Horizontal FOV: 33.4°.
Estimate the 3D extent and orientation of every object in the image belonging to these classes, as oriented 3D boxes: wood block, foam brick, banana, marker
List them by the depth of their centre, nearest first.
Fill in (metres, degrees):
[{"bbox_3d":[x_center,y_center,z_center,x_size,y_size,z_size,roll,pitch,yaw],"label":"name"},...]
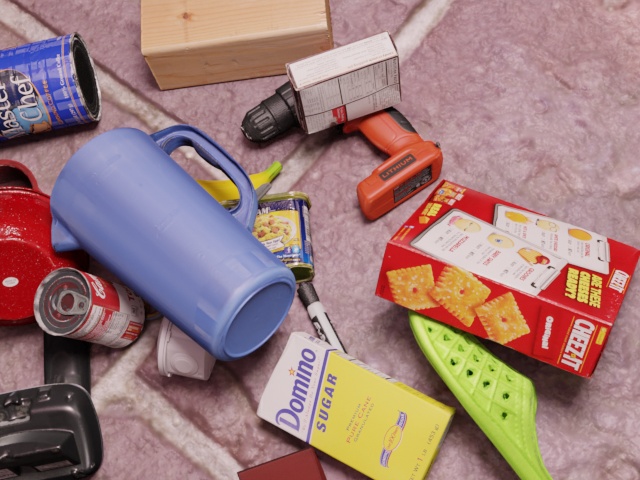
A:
[{"bbox_3d":[-0.033,0.237,1.023,0.078,0.053,0.051,-19,66,0],"label":"foam brick"},{"bbox_3d":[0.007,0.094,1.095,0.020,0.020,0.121,-26,66,-3],"label":"marker"},{"bbox_3d":[-0.143,-0.061,1.174,0.198,0.037,0.069,6,50,9],"label":"banana"},{"bbox_3d":[-0.092,-0.242,1.210,0.206,0.090,0.091,-6,68,5],"label":"wood block"}]

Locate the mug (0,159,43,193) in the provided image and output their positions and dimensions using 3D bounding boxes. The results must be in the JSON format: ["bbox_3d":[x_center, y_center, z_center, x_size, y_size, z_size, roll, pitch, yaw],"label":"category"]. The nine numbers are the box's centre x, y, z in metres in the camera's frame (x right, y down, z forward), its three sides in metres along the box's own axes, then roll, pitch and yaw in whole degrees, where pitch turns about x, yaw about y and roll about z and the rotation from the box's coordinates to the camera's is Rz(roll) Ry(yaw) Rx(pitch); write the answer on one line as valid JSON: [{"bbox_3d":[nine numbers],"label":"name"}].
[{"bbox_3d":[-0.343,-0.020,1.159,0.093,0.081,0.117,25,73,17],"label":"mug"}]

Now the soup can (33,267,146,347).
[{"bbox_3d":[-0.232,0.071,1.086,0.069,0.102,0.068,-6,75,23],"label":"soup can"}]

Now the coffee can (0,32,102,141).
[{"bbox_3d":[-0.331,-0.170,1.208,0.140,0.103,0.103,-12,67,3],"label":"coffee can"}]

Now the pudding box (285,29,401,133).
[{"bbox_3d":[0.026,-0.161,1.098,0.113,0.090,0.039,-21,63,-3],"label":"pudding box"}]

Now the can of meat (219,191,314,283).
[{"bbox_3d":[-0.057,0.001,1.122,0.102,0.057,0.084,-8,69,6],"label":"can of meat"}]

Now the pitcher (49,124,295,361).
[{"bbox_3d":[-0.133,-0.002,1.037,0.243,0.144,0.149,38,119,26],"label":"pitcher"}]

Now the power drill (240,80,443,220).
[{"bbox_3d":[0.029,-0.115,1.157,0.184,0.057,0.188,-33,67,-6],"label":"power drill"}]

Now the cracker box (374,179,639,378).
[{"bbox_3d":[0.182,0.032,1.025,0.214,0.072,0.164,22,32,16],"label":"cracker box"}]

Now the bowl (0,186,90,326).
[{"bbox_3d":[-0.317,0.029,1.093,0.162,0.162,0.055,-25,28,-3],"label":"bowl"}]

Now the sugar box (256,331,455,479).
[{"bbox_3d":[0.033,0.167,1.034,0.176,0.048,0.093,25,93,15],"label":"sugar box"}]
